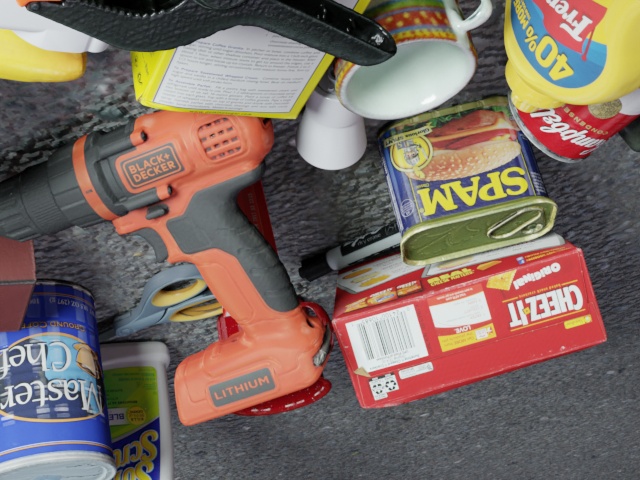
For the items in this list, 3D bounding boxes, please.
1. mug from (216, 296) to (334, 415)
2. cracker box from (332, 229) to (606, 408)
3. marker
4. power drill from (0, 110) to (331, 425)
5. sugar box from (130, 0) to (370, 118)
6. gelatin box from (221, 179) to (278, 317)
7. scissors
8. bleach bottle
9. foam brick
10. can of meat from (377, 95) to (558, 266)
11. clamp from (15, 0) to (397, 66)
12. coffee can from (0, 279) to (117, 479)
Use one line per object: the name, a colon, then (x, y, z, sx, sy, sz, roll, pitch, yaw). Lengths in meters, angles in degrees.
mug: (-0.036, 0.092, 0.911, 0.093, 0.081, 0.117, 14, 144, -44)
cracker box: (0.097, 0.044, 0.768, 0.164, 0.072, 0.213, -17, -174, 4)
marker: (0.036, 0.005, 0.837, 0.121, 0.020, 0.020, -23, 153, 21)
power drill: (-0.088, 0.017, 0.642, 0.185, 0.057, 0.187, -19, 110, 16)
sugar box: (-0.023, -0.127, 0.508, 0.093, 0.048, 0.176, 1, 148, -27)
gelatin box: (-0.055, 0.001, 0.723, 0.030, 0.073, 0.089, -6, 154, -14)
scissors: (-0.158, 0.060, 0.865, 0.202, 0.016, 0.096, -15, 153, 6)
bleach bottle: (-0.162, 0.214, 0.904, 0.102, 0.251, 0.068, -2, 153, -22)
foam brick: (-0.223, 0.024, 0.716, 0.051, 0.053, 0.078, -1, 153, -24)
can of meat: (0.093, -0.040, 0.697, 0.102, 0.084, 0.057, -13, 155, 1)
clamp: (-0.036, -0.108, 0.435, 0.171, 0.039, 0.120, -12, 135, -5)
coffee can: (-0.213, 0.115, 0.805, 0.102, 0.140, 0.103, -11, 155, -5)
